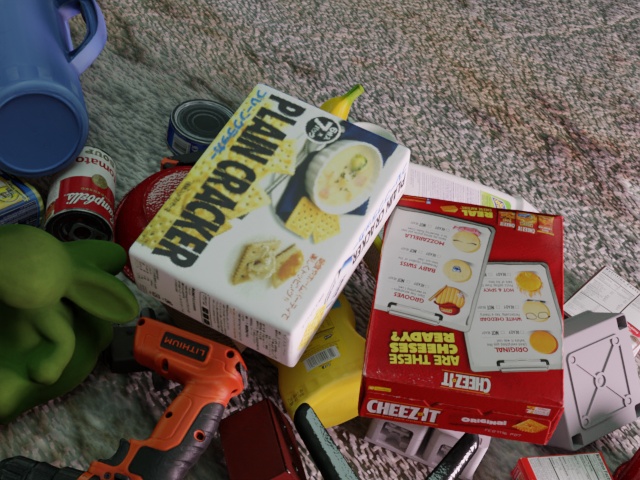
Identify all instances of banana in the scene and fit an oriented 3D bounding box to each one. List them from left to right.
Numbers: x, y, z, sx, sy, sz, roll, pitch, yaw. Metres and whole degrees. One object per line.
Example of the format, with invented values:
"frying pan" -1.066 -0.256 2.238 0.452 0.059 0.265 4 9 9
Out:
"banana" 0.020 -0.078 1.193 0.037 0.070 0.198 17 65 -60

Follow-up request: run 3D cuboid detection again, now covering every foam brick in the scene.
"foam brick" -0.049 0.185 0.909 0.051 0.053 0.078 -25 49 6

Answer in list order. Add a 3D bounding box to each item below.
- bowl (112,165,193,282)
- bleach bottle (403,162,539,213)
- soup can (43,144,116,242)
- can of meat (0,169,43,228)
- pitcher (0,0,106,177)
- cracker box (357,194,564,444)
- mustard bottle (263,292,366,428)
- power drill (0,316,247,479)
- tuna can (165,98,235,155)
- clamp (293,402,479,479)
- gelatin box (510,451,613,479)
"bowl" -0.135 -0.022 1.087 0.162 0.055 0.162 4 56 -6
"bleach bottle" 0.156 -0.016 1.174 0.250 0.068 0.102 15 72 -23
"soup can" -0.243 -0.040 1.086 0.068 0.069 0.102 6 43 -12
"can of meat" -0.339 -0.036 1.060 0.102 0.057 0.083 39 45 23
"pitcher" -0.304 -0.174 1.118 0.144 0.149 0.243 8 30 -27
"cracker box" 0.126 0.063 0.938 0.164 0.072 0.213 8 49 4
"mustard bottle" -0.010 0.090 1.014 0.096 0.058 0.192 -26 39 -3
"power drill" -0.154 0.160 0.877 0.184 0.057 0.187 18 64 10
"tuna can" -0.135 -0.126 1.238 0.086 0.034 0.086 9 43 -9
"clamp" 0.063 0.235 0.882 0.164 0.036 0.210 3 59 -11
"gelatin box" 0.229 0.234 0.978 0.089 0.030 0.073 0 43 -18
